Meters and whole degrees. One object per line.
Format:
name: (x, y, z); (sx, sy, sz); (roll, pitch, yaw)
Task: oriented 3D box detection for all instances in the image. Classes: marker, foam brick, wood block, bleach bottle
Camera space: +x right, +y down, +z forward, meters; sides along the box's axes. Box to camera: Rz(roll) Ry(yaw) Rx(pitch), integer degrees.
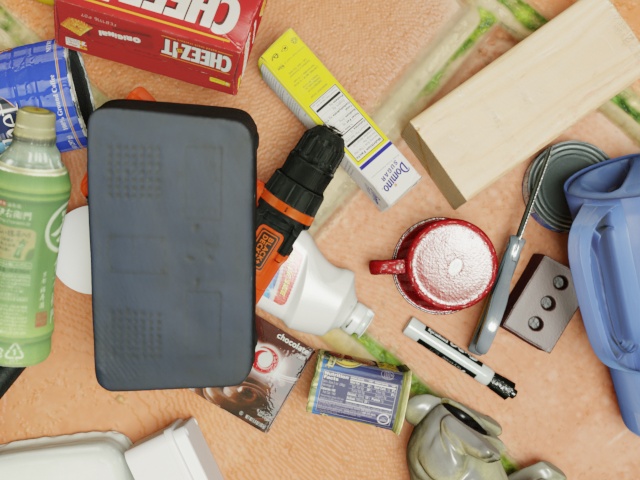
marker: (0.132, 0.112, 0.998); (0.121, 0.020, 0.020); (33, 87, 0)
foam brick: (0.204, 0.058, 0.985); (0.053, 0.051, 0.078); (31, 87, 0)
wood block: (0.185, -0.126, 0.973); (0.206, 0.091, 0.090); (-35, 88, -2)
bleach bottle: (-0.056, 0.001, 0.978); (0.251, 0.068, 0.102); (34, 92, -2)

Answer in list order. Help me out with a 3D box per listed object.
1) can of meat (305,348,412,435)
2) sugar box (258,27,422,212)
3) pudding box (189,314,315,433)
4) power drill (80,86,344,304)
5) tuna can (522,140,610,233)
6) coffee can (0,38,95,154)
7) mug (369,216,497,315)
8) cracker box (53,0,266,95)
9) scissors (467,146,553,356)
can of meat: (0.033, 0.133, 0.955); (0.084, 0.102, 0.057); (12, 88, 1)
sugar box: (0.017, -0.106, 0.968); (0.048, 0.093, 0.176); (-44, 90, -2)
pudding box: (-0.074, 0.110, 0.984); (0.113, 0.039, 0.090); (30, 87, 0)
power drill: (-0.093, -0.052, 0.909); (0.187, 0.057, 0.184); (31, 97, -3)
tuna can: (0.233, -0.049, 0.999); (0.086, 0.034, 0.086); (0, 88, -1)
coffee can: (-0.281, -0.120, 0.958); (0.140, 0.103, 0.103); (-12, 88, -2)
mug: (0.103, 0.022, 0.969); (0.117, 0.081, 0.093); (1, 88, -1)
cracker box: (-0.121, -0.250, 0.942); (0.164, 0.072, 0.213); (15, 60, -1)
scissors: (0.171, 0.018, 0.951); (0.016, 0.096, 0.202); (19, 108, 4)
